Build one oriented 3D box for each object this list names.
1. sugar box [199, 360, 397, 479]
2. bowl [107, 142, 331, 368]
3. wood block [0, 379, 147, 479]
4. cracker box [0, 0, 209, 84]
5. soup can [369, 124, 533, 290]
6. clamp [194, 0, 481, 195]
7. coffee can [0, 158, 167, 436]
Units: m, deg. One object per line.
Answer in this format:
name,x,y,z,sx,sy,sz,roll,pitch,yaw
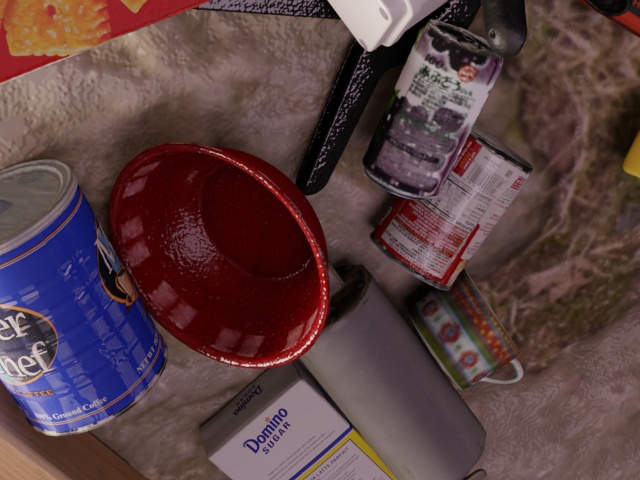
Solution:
sugar box,-0.002,0.175,0.820,0.093,0.048,0.176,-40,117,3
bowl,-0.054,0.001,0.681,0.162,0.055,0.162,16,126,23
wood block,-0.192,0.182,0.738,0.091,0.090,0.206,-39,120,3
cracker box,-0.169,-0.134,0.540,0.213,0.164,0.072,-22,119,-6
soup can,0.089,-0.026,0.732,0.068,0.068,0.102,26,106,-27
clamp,0.032,-0.132,0.678,0.210,0.036,0.164,-27,121,-3
coffee can,-0.169,0.036,0.662,0.102,0.103,0.140,-25,121,-4
